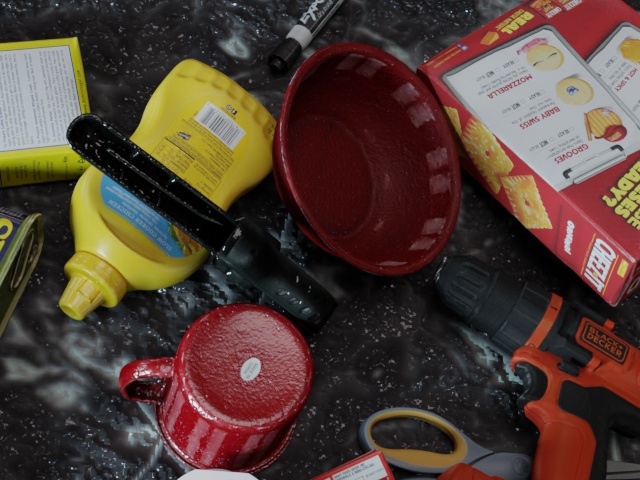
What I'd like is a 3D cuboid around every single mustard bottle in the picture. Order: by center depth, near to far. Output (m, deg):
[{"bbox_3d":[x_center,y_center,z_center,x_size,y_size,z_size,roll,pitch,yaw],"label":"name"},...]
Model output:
[{"bbox_3d":[-0.107,-0.025,0.701,0.096,0.058,0.191,40,60,-11],"label":"mustard bottle"}]

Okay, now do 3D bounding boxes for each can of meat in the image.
[{"bbox_3d":[-0.228,0.018,0.652,0.084,0.057,0.102,19,60,-1],"label":"can of meat"}]

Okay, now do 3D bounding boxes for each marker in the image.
[{"bbox_3d":[-0.005,-0.171,0.825,0.020,0.020,0.121,33,61,4],"label":"marker"}]

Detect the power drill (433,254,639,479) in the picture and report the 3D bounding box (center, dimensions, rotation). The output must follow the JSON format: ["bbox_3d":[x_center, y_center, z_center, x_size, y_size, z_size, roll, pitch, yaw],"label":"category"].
[{"bbox_3d":[0.130,0.109,0.677,0.184,0.057,0.187,30,52,4],"label":"power drill"}]

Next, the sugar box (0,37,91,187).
[{"bbox_3d":[-0.242,-0.079,0.705,0.176,0.048,0.093,-8,66,-14],"label":"sugar box"}]

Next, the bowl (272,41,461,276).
[{"bbox_3d":[0.022,-0.050,0.729,0.161,0.055,0.162,12,70,-38],"label":"bowl"}]

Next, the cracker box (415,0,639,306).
[{"bbox_3d":[0.196,-0.080,0.767,0.164,0.072,0.214,-34,63,-18],"label":"cracker box"}]

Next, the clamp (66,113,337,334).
[{"bbox_3d":[-0.054,0.001,0.641,0.165,0.209,0.036,35,86,32],"label":"clamp"}]

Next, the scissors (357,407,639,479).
[{"bbox_3d":[0.118,0.164,0.688,0.201,0.016,0.096,18,63,-5],"label":"scissors"}]

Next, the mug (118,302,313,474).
[{"bbox_3d":[-0.062,0.087,0.644,0.117,0.082,0.093,9,62,-10],"label":"mug"}]
